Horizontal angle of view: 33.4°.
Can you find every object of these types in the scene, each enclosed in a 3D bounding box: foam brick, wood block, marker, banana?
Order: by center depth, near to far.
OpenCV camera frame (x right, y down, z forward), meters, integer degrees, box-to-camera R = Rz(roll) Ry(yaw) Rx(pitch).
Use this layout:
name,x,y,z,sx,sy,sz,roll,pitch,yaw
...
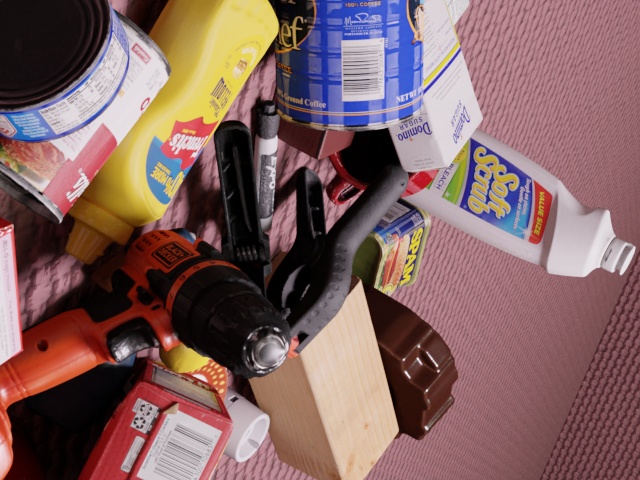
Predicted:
name,x,y,z,sx,sy,sz,roll,pitch,yaw
banana,-0.093,0.062,0.766,0.198,0.037,0.069,-136,-118,-83
foam brick,0.000,-0.111,0.821,0.052,0.051,0.078,-27,139,-55
marker,-0.044,-0.057,0.831,0.020,0.020,0.121,-41,150,-40
wood block,-0.003,0.122,0.967,0.090,0.091,0.206,-47,139,-31

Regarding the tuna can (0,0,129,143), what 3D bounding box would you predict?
name,x,y,z,sx,sy,sz,roll,pitch,yaw
tuna can,-0.136,-0.091,0.514,0.086,0.086,0.033,-55,158,-15

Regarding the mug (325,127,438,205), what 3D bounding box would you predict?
name,x,y,z,sx,sy,sz,roll,pitch,yaw
mug,0.053,-0.074,0.936,0.117,0.093,0.081,-46,163,8

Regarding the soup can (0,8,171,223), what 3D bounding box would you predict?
name,x,y,z,sx,sy,sz,roll,pitch,yaw
soup can,-0.135,-0.069,0.563,0.102,0.069,0.068,-56,156,-14

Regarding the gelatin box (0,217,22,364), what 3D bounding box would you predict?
name,x,y,z,sx,sy,sz,roll,pitch,yaw
gelatin box,-0.188,0.016,0.540,0.030,0.073,0.089,-39,148,-42

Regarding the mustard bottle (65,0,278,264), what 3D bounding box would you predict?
name,x,y,z,sx,sy,sz,roll,pitch,yaw
mustard bottle,-0.098,-0.071,0.650,0.191,0.058,0.096,-59,170,-5

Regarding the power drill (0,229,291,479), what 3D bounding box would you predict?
name,x,y,z,sx,sy,sz,roll,pitch,yaw
power drill,-0.122,0.066,0.590,0.187,0.185,0.057,-28,113,-18

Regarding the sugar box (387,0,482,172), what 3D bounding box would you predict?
name,x,y,z,sx,sy,sz,roll,pitch,yaw
sugar box,0.068,-0.149,0.814,0.093,0.048,0.176,-50,128,-49

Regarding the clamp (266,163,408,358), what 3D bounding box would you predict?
name,x,y,z,sx,sy,sz,roll,pitch,yaw
clamp,0.008,0.009,0.845,0.039,0.120,0.171,29,63,-32

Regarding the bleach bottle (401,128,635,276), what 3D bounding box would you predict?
name,x,y,z,sx,sy,sz,roll,pitch,yaw
bleach bottle,0.182,-0.043,1.021,0.102,0.251,0.068,-61,157,-3

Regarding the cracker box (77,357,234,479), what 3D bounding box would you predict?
name,x,y,z,sx,sy,sz,roll,pitch,yaw
cracker box,-0.129,0.170,0.720,0.164,0.072,0.214,-64,-173,-6

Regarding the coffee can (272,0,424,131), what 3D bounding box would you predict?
name,x,y,z,sx,sy,sz,roll,pitch,yaw
coffee can,0.019,-0.155,0.704,0.102,0.103,0.140,-33,129,-49

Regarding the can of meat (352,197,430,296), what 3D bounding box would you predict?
name,x,y,z,sx,sy,sz,roll,pitch,yaw
can of meat,0.059,0.014,1.081,0.083,0.057,0.102,-31,142,-46

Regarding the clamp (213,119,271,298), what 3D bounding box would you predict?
name,x,y,z,sx,sy,sz,roll,pitch,yaw
clamp,-0.055,0.001,0.778,0.210,0.036,0.164,-151,-123,-87
